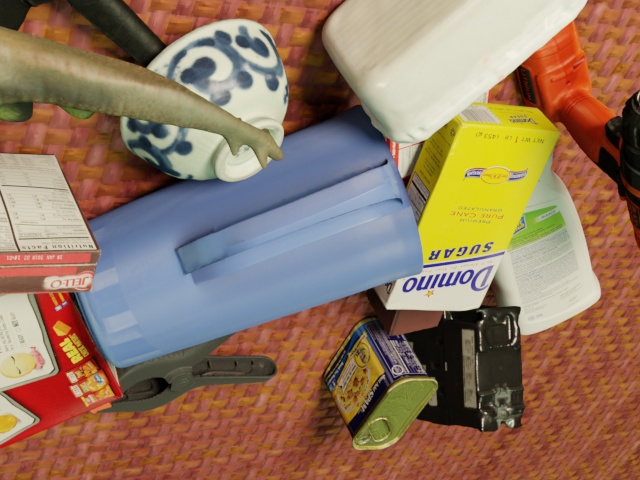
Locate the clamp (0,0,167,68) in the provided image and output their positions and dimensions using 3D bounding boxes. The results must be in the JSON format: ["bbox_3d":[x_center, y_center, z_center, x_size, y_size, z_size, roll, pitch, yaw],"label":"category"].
[{"bbox_3d":[-0.170,-0.146,0.609,0.164,0.036,0.210,-24,142,-17],"label":"clamp"}]

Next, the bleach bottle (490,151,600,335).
[{"bbox_3d":[0.190,-0.018,0.956,0.102,0.068,0.250,-27,139,-4],"label":"bleach bottle"}]

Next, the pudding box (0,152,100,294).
[{"bbox_3d":[-0.199,-0.013,0.678,0.089,0.114,0.039,1,129,-32],"label":"pudding box"}]

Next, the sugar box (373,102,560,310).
[{"bbox_3d":[0.111,-0.023,0.845,0.093,0.048,0.176,2,123,-25],"label":"sugar box"}]

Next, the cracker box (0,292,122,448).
[{"bbox_3d":[-0.273,0.088,0.777,0.213,0.072,0.164,-22,139,-7],"label":"cracker box"}]

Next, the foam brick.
[{"bbox_3d":[0.081,0.038,0.955,0.051,0.053,0.078,-10,138,-23],"label":"foam brick"}]

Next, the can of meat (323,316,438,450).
[{"bbox_3d":[0.053,0.135,1.018,0.057,0.084,0.102,5,130,-36],"label":"can of meat"}]

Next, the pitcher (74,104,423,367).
[{"bbox_3d":[-0.055,0.001,0.767,0.242,0.145,0.149,-21,135,-6],"label":"pitcher"}]

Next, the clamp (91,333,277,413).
[{"bbox_3d":[-0.116,0.112,0.926,0.171,0.039,0.120,-22,137,1],"label":"clamp"}]

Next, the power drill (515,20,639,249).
[{"bbox_3d":[0.211,-0.090,0.788,0.057,0.188,0.184,-28,143,0],"label":"power drill"}]
